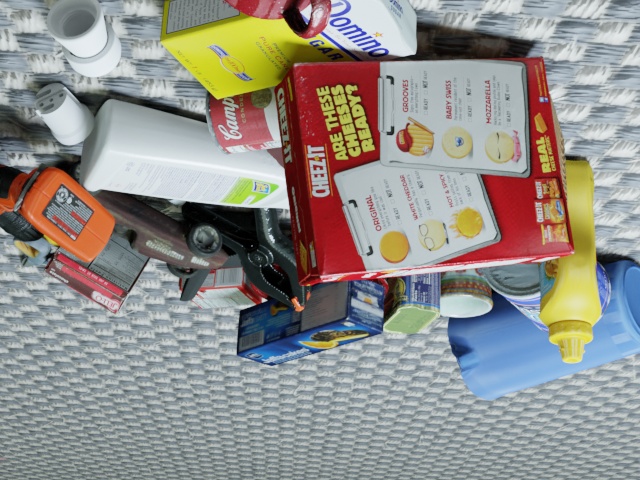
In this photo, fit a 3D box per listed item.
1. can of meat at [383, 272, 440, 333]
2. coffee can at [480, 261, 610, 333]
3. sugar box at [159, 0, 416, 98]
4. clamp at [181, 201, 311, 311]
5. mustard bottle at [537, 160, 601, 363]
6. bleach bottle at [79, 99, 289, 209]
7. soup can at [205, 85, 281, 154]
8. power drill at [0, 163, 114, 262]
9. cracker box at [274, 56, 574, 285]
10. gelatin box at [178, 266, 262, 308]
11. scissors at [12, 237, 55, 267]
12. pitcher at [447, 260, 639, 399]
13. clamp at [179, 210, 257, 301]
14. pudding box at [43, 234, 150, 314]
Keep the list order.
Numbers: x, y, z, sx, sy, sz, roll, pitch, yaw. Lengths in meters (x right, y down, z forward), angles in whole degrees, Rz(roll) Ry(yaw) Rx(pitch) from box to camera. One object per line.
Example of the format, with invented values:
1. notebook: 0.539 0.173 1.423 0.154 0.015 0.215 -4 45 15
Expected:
1. can of meat: 0.106 0.058 1.264 0.057 0.084 0.102 8 156 -12
2. coffee can: 0.249 0.037 1.174 0.103 0.103 0.140 -11 153 29
3. sugar box: -0.024 -0.163 0.818 0.176 0.048 0.093 -7 155 25
4. clamp: -0.057 0.001 1.140 0.171 0.039 0.120 45 139 -18
5. mustard bottle: 0.239 0.025 1.035 0.058 0.191 0.096 3 157 -1
6. bleach bottle: -0.096 -0.068 1.029 0.250 0.068 0.103 11 156 -23
7. soup can: -0.038 -0.113 0.907 0.102 0.068 0.068 -6 155 18
8. power drill: -0.292 -0.035 1.048 0.188 0.057 0.184 16 161 36
9. cracker box: 0.080 -0.056 0.841 0.213 0.164 0.072 -5 172 -17
10. gelatin box: -0.127 0.060 1.368 0.089 0.030 0.073 -5 157 17
11. scissors: -0.321 0.027 1.269 0.096 0.016 0.202 25 164 -3
12. pitcher: 0.293 0.104 1.318 0.243 0.149 0.144 -22 132 39
13. clamp: -0.136 0.013 1.241 0.210 0.036 0.164 -12 144 27
14. pudding box: -0.236 0.020 1.158 0.090 0.113 0.039 33 120 -7
